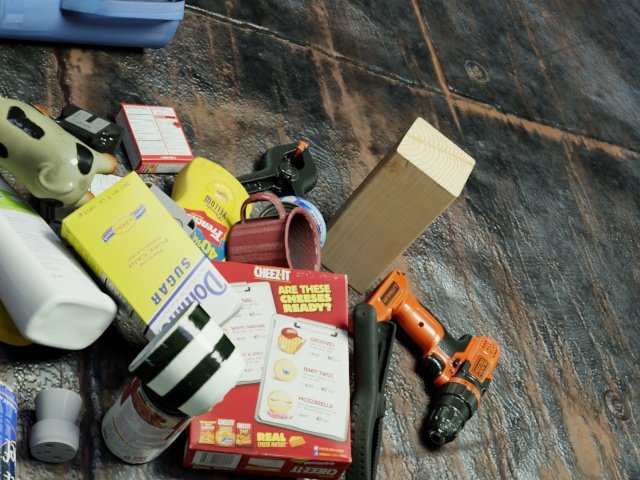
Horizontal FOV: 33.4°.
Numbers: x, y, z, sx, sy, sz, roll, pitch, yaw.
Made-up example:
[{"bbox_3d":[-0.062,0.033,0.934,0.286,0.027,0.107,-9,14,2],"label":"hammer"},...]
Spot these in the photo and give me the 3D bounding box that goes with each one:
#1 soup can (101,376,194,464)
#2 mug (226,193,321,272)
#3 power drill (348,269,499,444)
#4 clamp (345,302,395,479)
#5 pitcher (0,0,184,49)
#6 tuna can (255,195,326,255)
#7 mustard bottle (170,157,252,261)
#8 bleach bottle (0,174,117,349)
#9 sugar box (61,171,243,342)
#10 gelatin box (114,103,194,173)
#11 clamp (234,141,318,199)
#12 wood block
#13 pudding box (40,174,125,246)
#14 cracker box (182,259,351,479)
[{"bbox_3d":[-0.161,0.163,1.021,0.068,0.102,0.068,21,44,-22],"label":"soup can"},{"bbox_3d":[-0.058,0.002,1.222,0.093,0.082,0.117,-55,133,-56],"label":"mug"},{"bbox_3d":[0.123,0.138,1.303,0.187,0.057,0.184,42,40,-2],"label":"power drill"},{"bbox_3d":[0.054,0.174,1.170,0.164,0.036,0.210,17,77,-76],"label":"clamp"},{"bbox_3d":[-0.294,-0.300,1.302,0.242,0.149,0.145,-8,72,-38],"label":"pitcher"},{"bbox_3d":[-0.037,-0.010,1.282,0.086,0.086,0.033,43,24,1],"label":"tuna can"},{"bbox_3d":[-0.145,-0.006,1.216,0.096,0.058,0.191,44,39,-20],"label":"mustard bottle"},{"bbox_3d":[-0.306,-0.003,1.066,0.251,0.068,0.102,49,13,29],"label":"bleach bottle"},{"bbox_3d":[-0.167,0.027,1.058,0.093,0.048,0.176,-39,83,-23],"label":"sugar box"},{"bbox_3d":[-0.203,-0.123,1.299,0.073,0.030,0.089,-2,56,-38],"label":"gelatin box"},{"bbox_3d":[-0.057,-0.080,1.366,0.120,0.039,0.171,27,33,-13],"label":"clamp"},{"bbox_3d":[0.085,-0.040,1.312,0.091,0.206,0.090,38,40,-3],"label":"wood block"},{"bbox_3d":[-0.250,-0.034,1.177,0.113,0.039,0.090,14,47,-31],"label":"pudding box"},{"bbox_3d":[-0.055,0.134,1.109,0.164,0.072,0.213,7,57,-12],"label":"cracker box"}]
